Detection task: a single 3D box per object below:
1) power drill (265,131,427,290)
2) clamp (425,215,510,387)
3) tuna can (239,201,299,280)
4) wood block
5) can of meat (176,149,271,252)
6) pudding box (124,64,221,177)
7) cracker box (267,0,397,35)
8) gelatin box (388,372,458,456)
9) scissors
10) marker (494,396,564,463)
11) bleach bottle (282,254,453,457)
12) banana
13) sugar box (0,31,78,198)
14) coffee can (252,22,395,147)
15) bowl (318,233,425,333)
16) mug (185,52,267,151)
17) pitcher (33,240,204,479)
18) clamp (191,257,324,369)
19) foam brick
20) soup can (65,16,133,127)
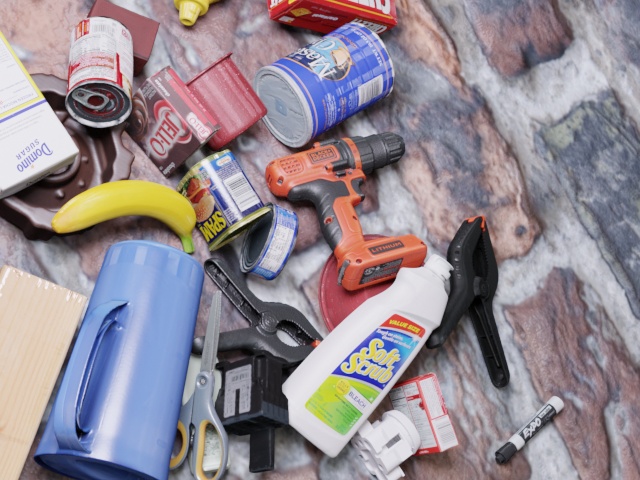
[{"bbox_3d":[0.049,-0.042,1.252,0.184,0.057,0.188,-18,59,-20],"label":"power drill"},{"bbox_3d":[0.192,0.071,1.318,0.164,0.036,0.210,39,50,-39],"label":"clamp"},{"bbox_3d":[-0.058,0.001,1.208,0.033,0.086,0.086,22,68,-20],"label":"tuna can"},{"bbox_3d":[-0.315,0.141,1.053,0.090,0.090,0.206,25,67,-18],"label":"wood block"},{"bbox_3d":[-0.111,-0.045,1.189,0.057,0.102,0.084,-30,88,-29],"label":"can of meat"},{"bbox_3d":[-0.169,-0.130,1.178,0.039,0.114,0.090,-42,95,-31],"label":"pudding box"},{"bbox_3d":[0.007,-0.369,1.324,0.163,0.072,0.214,4,73,-41],"label":"cracker box"},{"bbox_3d":[0.119,0.203,1.241,0.030,0.073,0.089,-14,82,-28],"label":"gelatin box"},{"bbox_3d":[-0.138,0.158,1.129,0.016,0.096,0.202,13,69,-66],"label":"scissors"},{"bbox_3d":[0.259,0.236,1.325,0.121,0.020,0.020,-36,93,-28],"label":"marker"},{"bbox_3d":[0.055,0.115,1.193,0.102,0.068,0.251,42,83,-23],"label":"bleach bottle"},{"bbox_3d":[-0.196,-0.030,1.131,0.197,0.037,0.069,11,82,-49],"label":"banana"},{"bbox_3d":[-0.334,-0.137,1.086,0.093,0.048,0.176,-31,90,-28],"label":"sugar box"},{"bbox_3d":[0.004,-0.187,1.278,0.140,0.103,0.103,-33,91,-28],"label":"coffee can"},{"bbox_3d":[0.081,0.064,1.272,0.161,0.055,0.162,7,73,-23],"label":"bowl"},{"bbox_3d":[-0.112,-0.161,1.235,0.081,0.093,0.117,54,26,-8],"label":"mug"},{"bbox_3d":[-0.197,0.122,1.081,0.144,0.149,0.242,22,64,-24],"label":"pitcher"},{"bbox_3d":[-0.070,0.088,1.204,0.171,0.039,0.120,18,60,-28],"label":"clamp"},{"bbox_3d":[-0.231,-0.230,1.212,0.078,0.053,0.051,20,69,-20],"label":"foam brick"},{"bbox_3d":[-0.234,-0.180,1.133,0.068,0.069,0.102,10,51,-22],"label":"soup can"}]
